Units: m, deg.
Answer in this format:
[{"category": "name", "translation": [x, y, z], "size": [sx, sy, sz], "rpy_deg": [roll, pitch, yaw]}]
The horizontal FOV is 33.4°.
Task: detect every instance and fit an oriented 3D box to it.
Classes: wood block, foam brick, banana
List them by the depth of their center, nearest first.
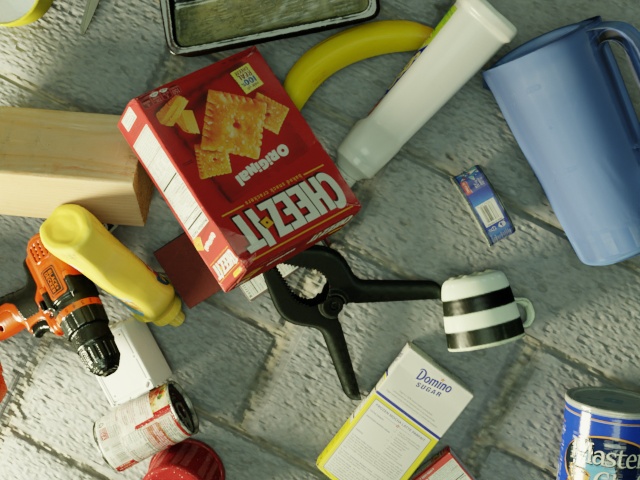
[{"category": "wood block", "translation": [-0.290, -0.082, 1.161], "size": [0.206, 0.091, 0.090], "rpy_deg": [5, 61, 4]}, {"category": "banana", "translation": [0.030, -0.196, 1.167], "size": [0.198, 0.037, 0.069], "rpy_deg": [-31, 116, 9]}, {"category": "foam brick", "translation": [-0.142, 0.029, 1.197], "size": [0.051, 0.053, 0.078], "rpy_deg": [-32, 94, 7]}]

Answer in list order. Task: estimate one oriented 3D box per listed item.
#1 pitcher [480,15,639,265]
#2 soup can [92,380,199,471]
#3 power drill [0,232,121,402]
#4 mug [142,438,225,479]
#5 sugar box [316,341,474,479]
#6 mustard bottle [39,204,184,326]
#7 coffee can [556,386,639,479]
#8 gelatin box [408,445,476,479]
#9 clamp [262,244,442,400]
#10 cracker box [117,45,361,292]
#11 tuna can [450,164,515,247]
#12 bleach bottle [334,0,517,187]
[{"category": "pitcher", "translation": [0.282, -0.103, 1.106], "size": [0.145, 0.149, 0.243], "rpy_deg": [-26, 98, 2]}, {"category": "soup can", "translation": [-0.199, 0.212, 1.217], "size": [0.102, 0.068, 0.068], "rpy_deg": [-28, 94, 7]}, {"category": "power drill", "translation": [-0.321, 0.107, 1.187], "size": [0.188, 0.057, 0.184], "rpy_deg": [-36, 67, 13]}, {"category": "mug", "translation": [-0.172, 0.284, 1.216], "size": [0.117, 0.081, 0.093], "rpy_deg": [-11, 96, 6]}, {"category": "sugar box", "translation": [0.084, 0.211, 1.207], "size": [0.093, 0.048, 0.176], "rpy_deg": [38, 94, -1]}, {"category": "mustard bottle", "translation": [-0.215, 0.039, 1.167], "size": [0.058, 0.096, 0.191], "rpy_deg": [-53, 129, -12]}, {"category": "coffee can", "translation": [0.311, 0.240, 1.163], "size": [0.103, 0.103, 0.140], "rpy_deg": [5, 98, 4]}, {"category": "gelatin box", "translation": [0.146, 0.292, 1.219], "size": [0.073, 0.030, 0.089], "rpy_deg": [-40, 93, 7]}, {"category": "clamp", "translation": [0.011, 0.076, 1.179], "size": [0.209, 0.036, 0.165], "rpy_deg": [28, 100, -17]}, {"category": "cracker box", "translation": [-0.083, -0.079, 1.112], "size": [0.163, 0.072, 0.214], "rpy_deg": [-29, 81, -32]}, {"category": "tuna can", "translation": [0.175, -0.038, 1.147], "size": [0.034, 0.086, 0.086], "rpy_deg": [-30, 94, 6]}, {"category": "bleach bottle", "translation": [0.096, -0.149, 1.124], "size": [0.068, 0.102, 0.251], "rpy_deg": [41, 105, -6]}]
